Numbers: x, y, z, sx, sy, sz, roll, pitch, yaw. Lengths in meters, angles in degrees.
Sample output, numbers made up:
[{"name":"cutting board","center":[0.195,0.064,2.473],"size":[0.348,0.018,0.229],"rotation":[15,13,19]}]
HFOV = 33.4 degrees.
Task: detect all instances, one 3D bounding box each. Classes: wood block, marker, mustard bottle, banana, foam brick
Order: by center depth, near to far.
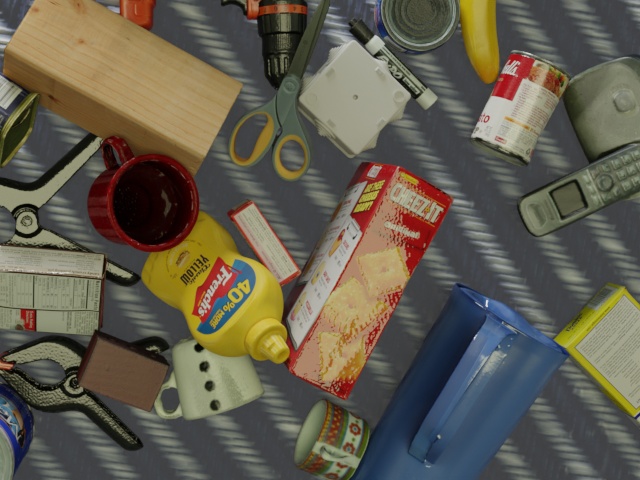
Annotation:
[{"name":"mustard bottle","center":[-0.091,0.056,1.028],"size":[0.096,0.192,0.058],"rotation":[-48,142,-1]},{"name":"wood block","center":[-0.192,-0.150,1.031],"size":[0.206,0.091,0.090],"rotation":[28,69,-8]},{"name":"foam brick","center":[-0.194,0.128,1.050],"size":[0.078,0.053,0.051],"rotation":[24,87,-16]},{"name":"banana","center":[0.179,-0.265,1.105],"size":[0.069,0.037,0.198],"rotation":[17,92,-7]},{"name":"marker","center":[0.074,-0.185,1.108],"size":[0.121,0.020,0.020],"rotation":[45,88,-8]}]

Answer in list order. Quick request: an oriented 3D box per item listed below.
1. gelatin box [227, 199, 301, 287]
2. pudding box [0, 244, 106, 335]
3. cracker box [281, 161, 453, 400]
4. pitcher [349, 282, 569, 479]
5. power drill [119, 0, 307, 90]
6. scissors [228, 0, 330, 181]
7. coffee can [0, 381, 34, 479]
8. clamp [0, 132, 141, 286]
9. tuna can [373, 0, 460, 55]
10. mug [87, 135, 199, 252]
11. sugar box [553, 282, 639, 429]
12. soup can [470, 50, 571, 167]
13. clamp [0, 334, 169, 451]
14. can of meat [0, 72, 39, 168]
[{"name":"gelatin box","center":[-0.057,0.001,1.078],"size":[0.030,0.073,0.089],"rotation":[-35,97,-4]},{"name":"pudding box","center":[-0.269,0.049,1.049],"size":[0.113,0.039,0.090],"rotation":[4,134,-12]},{"name":"cracker box","center":[0.034,0.033,1.046],"size":[0.072,0.164,0.214],"rotation":[29,90,-12]},{"name":"pitcher","center":[0.130,0.174,1.074],"size":[0.149,0.145,0.243],"rotation":[27,98,-30]},{"name":"power drill","center":[-0.106,-0.241,1.064],"size":[0.187,0.057,0.184],"rotation":[-2,91,-10]},{"name":"scissors","center":[-0.017,-0.136,1.052],"size":[0.096,0.016,0.202],"rotation":[39,120,-7]},{"name":"coffee can","center":[-0.336,0.197,1.026],"size":[0.102,0.140,0.103],"rotation":[-1,94,-7]},{"name":"clamp","center":[-0.288,-0.031,1.067],"size":[0.209,0.036,0.164],"rotation":[-3,93,-11]},{"name":"tuna can","center":[0.100,-0.235,1.100],"size":[0.086,0.034,0.086],"rotation":[0,94,-7]},{"name":"mug","center":[-0.181,-0.046,1.032],"size":[0.093,0.082,0.117],"rotation":[-33,107,-26]},{"name":"sugar box","center":[0.346,0.139,1.153],"size":[0.093,0.048,0.176],"rotation":[-45,102,-2]},{"name":"soup can","center":[0.206,-0.135,1.103],"size":[0.068,0.068,0.102],"rotation":[25,92,-8]},{"name":"clamp","center":[-0.240,0.133,1.085],"size":[0.171,0.039,0.120],"rotation":[23,84,-14]},{"name":"can of meat","center":[-0.323,-0.127,1.023],"size":[0.084,0.102,0.057],"rotation":[34,63,-6]}]
